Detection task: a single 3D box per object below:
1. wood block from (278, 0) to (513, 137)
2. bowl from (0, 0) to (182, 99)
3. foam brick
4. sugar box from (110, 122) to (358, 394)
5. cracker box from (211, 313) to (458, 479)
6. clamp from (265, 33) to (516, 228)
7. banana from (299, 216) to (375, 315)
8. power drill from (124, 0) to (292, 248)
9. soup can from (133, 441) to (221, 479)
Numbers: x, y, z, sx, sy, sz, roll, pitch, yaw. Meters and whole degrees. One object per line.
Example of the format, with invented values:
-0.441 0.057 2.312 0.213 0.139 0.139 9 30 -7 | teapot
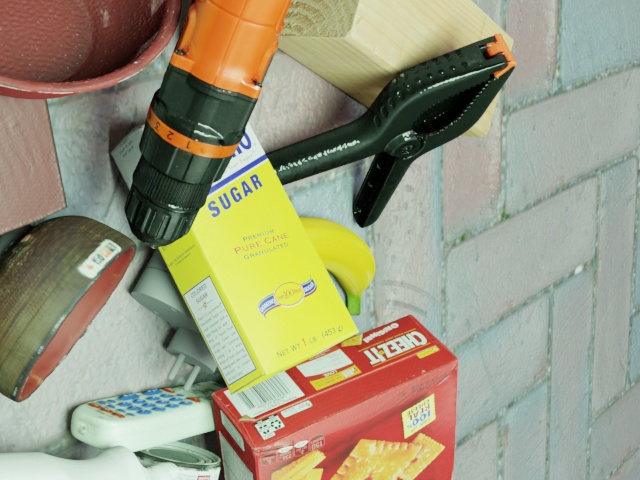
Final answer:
0.056 -0.157 0.819 0.205 0.090 0.091 24 80 -51 | wood block
-0.156 -0.130 0.552 0.162 0.055 0.162 12 58 -21 | bowl
-0.180 -0.048 0.585 0.051 0.053 0.078 -28 122 -44 | foam brick
-0.054 0.001 0.688 0.093 0.048 0.176 -20 81 -47 | sugar box
0.016 0.179 0.784 0.164 0.072 0.214 -19 127 -23 | cracker box
0.048 -0.079 0.781 0.164 0.210 0.036 6 53 -47 | clamp
-0.009 0.015 0.829 0.197 0.037 0.069 19 85 -52 | banana
-0.059 -0.107 0.625 0.187 0.057 0.185 -89 -156 -59 | power drill
-0.111 0.193 0.728 0.068 0.069 0.102 14 89 -52 | soup can
